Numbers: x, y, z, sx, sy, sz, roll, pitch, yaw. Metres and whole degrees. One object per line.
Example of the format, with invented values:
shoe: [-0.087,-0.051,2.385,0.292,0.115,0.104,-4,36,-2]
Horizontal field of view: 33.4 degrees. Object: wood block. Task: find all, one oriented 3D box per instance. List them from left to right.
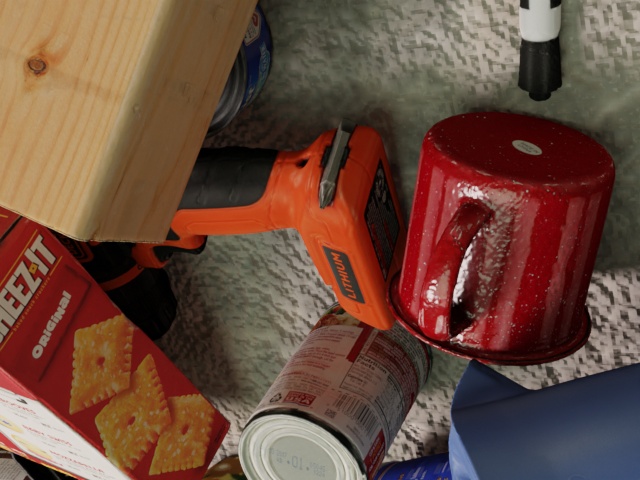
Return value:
wood block: [-0.077,-0.111,0.416,0.091,0.090,0.206,23,95,12]

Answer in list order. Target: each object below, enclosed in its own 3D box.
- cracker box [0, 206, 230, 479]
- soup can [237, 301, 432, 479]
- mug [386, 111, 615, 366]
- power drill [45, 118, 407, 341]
cracker box: [-0.167,0.055,0.571,0.164,0.072,0.213,12,150,33]
soup can: [0.010,0.084,0.543,0.069,0.102,0.068,12,124,19]
mug: [0.073,-0.001,0.454,0.093,0.117,0.081,22,122,27]
power drill: [-0.053,0.001,0.533,0.188,0.057,0.184,3,145,18]
